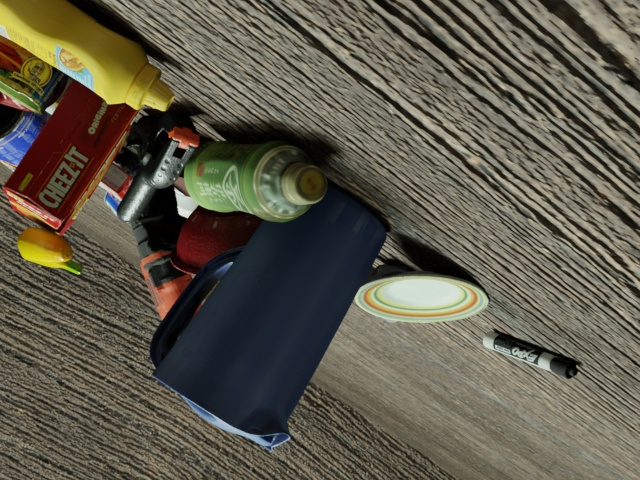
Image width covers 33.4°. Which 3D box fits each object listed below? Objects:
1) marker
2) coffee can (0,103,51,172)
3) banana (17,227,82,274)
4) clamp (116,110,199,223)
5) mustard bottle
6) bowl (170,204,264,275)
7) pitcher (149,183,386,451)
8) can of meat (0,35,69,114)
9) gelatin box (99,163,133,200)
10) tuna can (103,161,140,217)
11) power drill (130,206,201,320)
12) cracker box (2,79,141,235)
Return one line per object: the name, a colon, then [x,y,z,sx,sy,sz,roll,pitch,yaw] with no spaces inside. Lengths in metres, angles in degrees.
marker: [0.221,0.121,1.124,0.121,0.020,0.020,19,163,50]
coffee can: [-0.403,-0.143,1.466,0.103,0.102,0.140,25,167,31]
banana: [-0.294,0.008,1.154,0.069,0.037,0.198,14,174,-7]
clamp: [-0.165,-0.095,1.091,0.039,0.120,0.172,12,158,-29]
mustard bottle: [-0.212,-0.170,0.924,0.191,0.058,0.096,32,168,-1]
bowl: [-0.084,-0.014,1.142,0.162,0.161,0.055,19,122,49]
pitcher: [-0.049,0.062,1.013,0.149,0.242,0.145,33,169,-7]
can of meat: [-0.280,-0.180,1.003,0.102,0.084,0.057,32,170,-1]
gelatin box: [-0.267,-0.085,1.302,0.089,0.030,0.073,35,172,3]
tuna can: [-0.236,-0.064,1.383,0.034,0.086,0.086,49,173,13]
power drill: [-0.205,0.040,1.407,0.188,0.057,0.184,138,110,-81]
cracker box: [-0.249,-0.093,1.094,0.072,0.164,0.214,32,170,-11]
